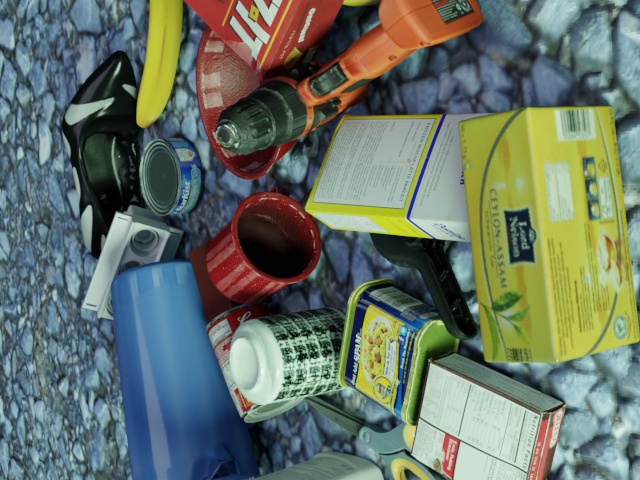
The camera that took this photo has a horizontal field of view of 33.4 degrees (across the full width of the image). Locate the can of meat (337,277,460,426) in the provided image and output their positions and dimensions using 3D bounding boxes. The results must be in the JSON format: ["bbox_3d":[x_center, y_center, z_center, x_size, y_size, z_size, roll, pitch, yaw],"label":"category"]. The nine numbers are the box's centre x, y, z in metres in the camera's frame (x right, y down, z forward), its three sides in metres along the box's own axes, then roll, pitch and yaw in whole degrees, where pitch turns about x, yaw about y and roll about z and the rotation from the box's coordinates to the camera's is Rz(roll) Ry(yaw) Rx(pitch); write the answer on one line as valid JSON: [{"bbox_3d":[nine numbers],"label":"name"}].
[{"bbox_3d":[0.066,0.094,0.899,0.084,0.057,0.102,28,117,44],"label":"can of meat"}]

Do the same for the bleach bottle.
[{"bbox_3d":[-0.064,0.245,0.931,0.103,0.250,0.068,-4,92,52],"label":"bleach bottle"}]

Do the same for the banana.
[{"bbox_3d":[-0.177,-0.216,1.180,0.070,0.037,0.198,-137,52,-63],"label":"banana"}]

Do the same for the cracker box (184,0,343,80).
[{"bbox_3d":[-0.068,-0.264,0.880,0.214,0.071,0.164,47,135,18],"label":"cracker box"}]

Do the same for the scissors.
[{"bbox_3d":[0.056,0.164,0.956,0.202,0.016,0.096,42,125,40],"label":"scissors"}]

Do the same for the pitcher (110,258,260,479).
[{"bbox_3d":[-0.157,0.151,1.139,0.149,0.145,0.243,-14,78,13],"label":"pitcher"}]

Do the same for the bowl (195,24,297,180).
[{"bbox_3d":[-0.057,-0.140,1.011,0.162,0.055,0.162,25,121,51],"label":"bowl"}]

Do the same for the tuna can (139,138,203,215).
[{"bbox_3d":[-0.165,-0.071,1.185,0.086,0.033,0.086,11,104,51],"label":"tuna can"}]

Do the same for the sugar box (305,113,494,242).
[{"bbox_3d":[0.075,-0.051,0.836,0.177,0.048,0.093,8,72,44],"label":"sugar box"}]

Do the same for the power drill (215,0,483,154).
[{"bbox_3d":[0.022,-0.138,0.834,0.188,0.184,0.057,-28,95,42],"label":"power drill"}]

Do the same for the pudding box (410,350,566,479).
[{"bbox_3d":[0.129,0.149,0.834,0.114,0.039,0.090,23,110,38],"label":"pudding box"}]

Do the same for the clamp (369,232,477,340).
[{"bbox_3d":[0.094,-0.014,0.863,0.172,0.039,0.120,46,112,40],"label":"clamp"}]

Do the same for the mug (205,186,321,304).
[{"bbox_3d":[-0.057,0.001,1.025,0.082,0.093,0.117,-39,35,53],"label":"mug"}]

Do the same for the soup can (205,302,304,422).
[{"bbox_3d":[-0.065,0.121,1.060,0.069,0.068,0.102,-46,61,45],"label":"soup can"}]

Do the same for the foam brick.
[{"bbox_3d":[-0.093,0.038,1.096,0.053,0.051,0.078,-29,73,49],"label":"foam brick"}]
